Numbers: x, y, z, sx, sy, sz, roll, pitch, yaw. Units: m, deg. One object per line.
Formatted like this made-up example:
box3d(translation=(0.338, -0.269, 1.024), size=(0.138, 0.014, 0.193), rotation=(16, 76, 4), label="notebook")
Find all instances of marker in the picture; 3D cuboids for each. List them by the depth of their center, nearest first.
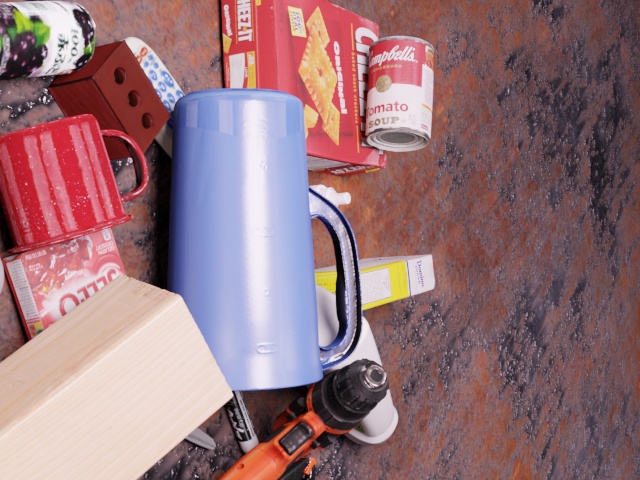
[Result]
box3d(translation=(-0.074, 0.166, 0.986), size=(0.020, 0.020, 0.121), rotation=(-43, 121, -51), label="marker")

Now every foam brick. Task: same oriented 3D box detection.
box3d(translation=(-0.166, -0.109, 0.847), size=(0.078, 0.051, 0.053), rotation=(61, 40, -34), label="foam brick")

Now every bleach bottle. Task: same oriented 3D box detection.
box3d(translation=(0.021, 0.140, 1.063), size=(0.068, 0.103, 0.251), rotation=(-49, 150, -18), label="bleach bottle")

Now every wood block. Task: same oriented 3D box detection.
box3d(translation=(-0.172, 0.123, 0.702), size=(0.205, 0.090, 0.091), rotation=(-39, 120, -27), label="wood block")

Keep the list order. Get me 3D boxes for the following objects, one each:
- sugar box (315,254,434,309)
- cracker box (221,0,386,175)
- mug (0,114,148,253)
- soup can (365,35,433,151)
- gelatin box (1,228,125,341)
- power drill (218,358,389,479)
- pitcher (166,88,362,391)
box3d(translation=(0.041, 0.046, 1.117), size=(0.175, 0.093, 0.048), rotation=(-5, 91, -58), label="sugar box")
box3d(translation=(-0.011, -0.158, 1.082), size=(0.213, 0.072, 0.164), rotation=(3, 83, -59), label="cracker box")
box3d(translation=(-0.180, -0.046, 0.772), size=(0.117, 0.093, 0.081), rotation=(-19, 98, -28), label="mug")
box3d(translation=(0.081, -0.150, 1.100), size=(0.068, 0.069, 0.102), rotation=(23, 66, -54), label="soup can")
box3d(translation=(-0.185, 0.035, 0.801), size=(0.089, 0.030, 0.073), rotation=(-23, 97, -50), label="gelatin box")
box3d(translation=(-0.035, 0.181, 0.897), size=(0.187, 0.185, 0.057), rotation=(-36, 82, -34), label="power drill")
box3d(translation=(-0.056, 0.001, 0.887), size=(0.149, 0.145, 0.243), rotation=(-1, 90, -65), label="pitcher")
